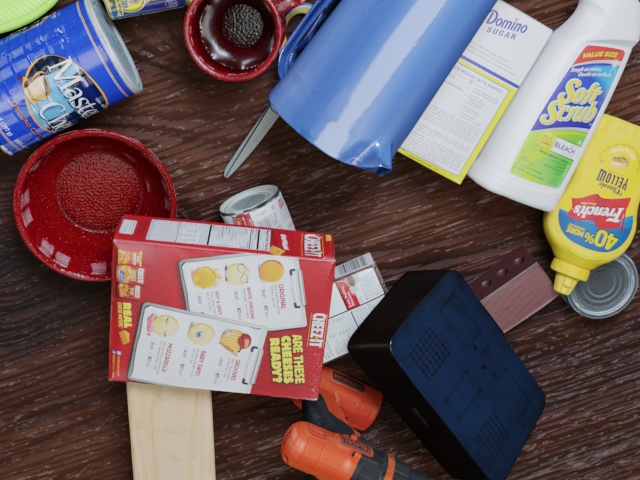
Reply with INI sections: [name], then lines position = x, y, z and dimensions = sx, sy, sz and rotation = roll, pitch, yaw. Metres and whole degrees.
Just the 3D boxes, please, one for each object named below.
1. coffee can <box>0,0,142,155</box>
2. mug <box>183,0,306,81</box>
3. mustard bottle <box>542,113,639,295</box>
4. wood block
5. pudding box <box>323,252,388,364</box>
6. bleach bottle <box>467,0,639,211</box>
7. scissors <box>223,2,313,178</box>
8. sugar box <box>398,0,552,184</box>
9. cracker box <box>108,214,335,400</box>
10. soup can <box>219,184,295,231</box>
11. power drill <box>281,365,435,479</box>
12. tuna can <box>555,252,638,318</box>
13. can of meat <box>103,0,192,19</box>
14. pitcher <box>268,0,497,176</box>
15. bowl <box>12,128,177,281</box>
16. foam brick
[coffee can]
position = -0.255, -0.157, 1.015
dimensions = 0.140, 0.103, 0.103
rotation = -26, 111, 2
[mug]
position = -0.067, -0.209, 1.021
dimensions = 0.117, 0.081, 0.093
rotation = -27, 101, 13
[mustard bottle]
position = 0.290, -0.033, 1.131
dimensions = 0.096, 0.058, 0.192
rotation = 20, 96, -4
[wood block]
position = -0.161, 0.224, 1.172
dimensions = 0.090, 0.091, 0.206
rotation = -3, 110, -7
[pudding box]
position = 0.022, 0.078, 1.169
dimensions = 0.113, 0.039, 0.090
rotation = -23, 111, 4
[bleach bottle]
position = 0.244, -0.159, 1.068
dimensions = 0.102, 0.068, 0.251
rotation = 17, 106, -25
[scissors]
position = -0.048, -0.160, 1.086
dimensions = 0.202, 0.016, 0.096
rotation = -37, 108, 7
[sugar box]
position = 0.141, -0.154, 1.056
dimensions = 0.093, 0.048, 0.176
rotation = 26, 104, -16
[cracker box]
position = -0.100, 0.066, 1.066
dimensions = 0.213, 0.072, 0.164
rotation = 5, 117, -3
[soup can]
position = -0.057, 0.001, 1.116
dimensions = 0.068, 0.068, 0.102
rotation = -20, 110, 1
[power drill]
position = 0.041, 0.211, 1.140
dimensions = 0.184, 0.187, 0.057
rotation = 27, 103, -14
[tuna can]
position = 0.309, 0.043, 1.192
dimensions = 0.086, 0.034, 0.086
rotation = -2, 110, -6
[can of meat]
position = -0.169, -0.265, 1.013
dimensions = 0.084, 0.057, 0.102
rotation = -10, 110, 0
[pitcher]
position = 0.064, -0.194, 0.983
dimensions = 0.149, 0.145, 0.243
rotation = 35, 106, -5
[bowl]
position = -0.227, -0.041, 1.087
dimensions = 0.162, 0.055, 0.162
rotation = -2, 110, -6
[foam brick]
position = 0.213, 0.053, 1.174
dimensions = 0.078, 0.053, 0.051
rotation = -36, 110, 6
